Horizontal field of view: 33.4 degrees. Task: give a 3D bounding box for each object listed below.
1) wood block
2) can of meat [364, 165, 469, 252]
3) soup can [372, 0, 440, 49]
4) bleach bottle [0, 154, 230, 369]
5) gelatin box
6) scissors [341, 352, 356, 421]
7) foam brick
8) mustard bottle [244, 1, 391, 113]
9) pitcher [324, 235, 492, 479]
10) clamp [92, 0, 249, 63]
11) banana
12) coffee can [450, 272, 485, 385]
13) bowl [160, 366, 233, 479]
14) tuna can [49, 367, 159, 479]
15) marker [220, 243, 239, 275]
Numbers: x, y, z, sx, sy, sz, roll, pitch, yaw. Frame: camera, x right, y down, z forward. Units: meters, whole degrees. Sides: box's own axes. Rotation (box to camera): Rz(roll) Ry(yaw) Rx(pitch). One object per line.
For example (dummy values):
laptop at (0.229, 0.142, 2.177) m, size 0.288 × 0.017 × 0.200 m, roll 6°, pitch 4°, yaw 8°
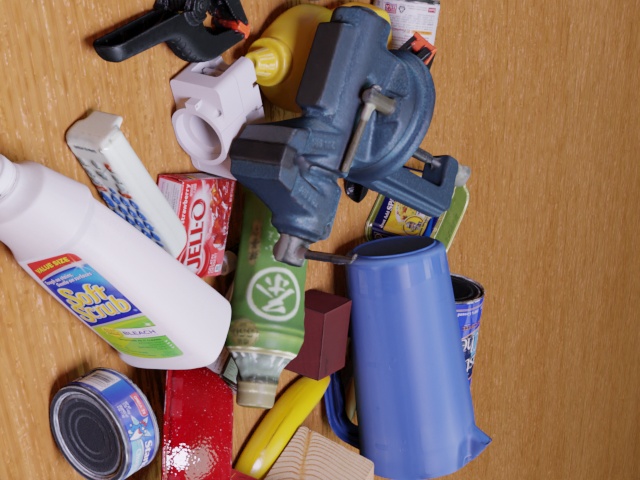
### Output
wood block at (-0.003, 0.301, 1.137) m, size 0.090 × 0.090 × 0.206 m, roll -52°, pitch 156°, yaw -32°
can of meat at (0.110, -0.030, 1.206) m, size 0.102 × 0.084 × 0.057 m, roll -65°, pitch 150°, yaw -14°
soup can at (0.081, -0.196, 1.084) m, size 0.068 × 0.069 × 0.102 m, roll -15°, pitch 117°, yaw -57°
bleach bottle at (-0.165, 0.014, 0.756) m, size 0.250 × 0.103 × 0.068 m, roll 48°, pitch 49°, yaw -50°
gelatin box at (-0.108, -0.011, 0.891) m, size 0.073 × 0.030 × 0.089 m, roll -8°, pitch 112°, yaw -58°
scissors at (0.054, 0.126, 1.261) m, size 0.096 × 0.016 × 0.202 m, roll 10°, pitch 96°, yaw -63°
foam brick at (-0.006, 0.097, 1.105) m, size 0.052 × 0.051 × 0.078 m, roll -20°, pitch 121°, yaw -54°
mustard bottle at (-0.007, -0.164, 0.957) m, size 0.191 × 0.058 × 0.096 m, roll -19°, pitch 131°, yaw -55°
pitcher at (0.083, 0.123, 1.147) m, size 0.149 × 0.145 × 0.243 m, roll -11°, pitch 102°, yaw -13°
clamp at (-0.104, -0.188, 0.797) m, size 0.171 × 0.039 × 0.120 m, roll -12°, pitch 120°, yaw -65°
banana at (-0.047, 0.206, 1.111) m, size 0.197 × 0.037 × 0.069 m, roll -57°, pitch 165°, yaw -25°
coffee can at (0.144, 0.121, 1.324) m, size 0.102 × 0.103 × 0.140 m, roll -24°, pitch 124°, yaw -54°
bowl at (-0.101, 0.170, 0.887) m, size 0.162 × 0.055 × 0.162 m, roll -179°, pitch -90°, yaw -85°
tuna can at (-0.166, 0.142, 0.814) m, size 0.033 × 0.086 × 0.086 m, roll -28°, pitch 128°, yaw -50°
marker at (-0.057, 0.001, 0.999) m, size 0.120 × 0.020 × 0.020 m, roll -34°, pitch 132°, yaw -49°
